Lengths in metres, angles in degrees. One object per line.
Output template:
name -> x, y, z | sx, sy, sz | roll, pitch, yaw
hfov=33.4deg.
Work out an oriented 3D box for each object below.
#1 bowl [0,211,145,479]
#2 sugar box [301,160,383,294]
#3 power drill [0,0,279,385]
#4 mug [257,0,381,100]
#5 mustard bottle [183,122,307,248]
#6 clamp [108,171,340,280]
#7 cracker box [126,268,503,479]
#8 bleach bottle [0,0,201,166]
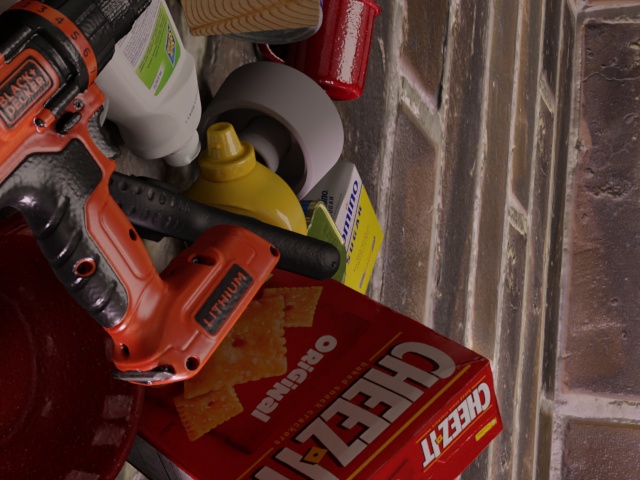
bowl -> -0.159, 0.065, 0.569 | 0.161, 0.055, 0.162 | -7, 90, -67
sugar box -> 0.018, -0.001, 1.018 | 0.176, 0.048, 0.093 | 63, 42, -68
power drill -> -0.103, -0.034, 0.539 | 0.187, 0.057, 0.184 | 52, 54, -24
mug -> -0.006, -0.174, 0.941 | 0.117, 0.093, 0.081 | 11, 85, -38
mustard bottle -> -0.055, 0.001, 0.794 | 0.058, 0.096, 0.191 | -53, 141, -49
clamp -> -0.110, -0.020, 0.655 | 0.209, 0.165, 0.036 | 19, 86, -45
cracker box -> -0.024, 0.099, 0.658 | 0.164, 0.214, 0.072 | -39, 133, -26
bleach bottle -> -0.130, -0.122, 0.643 | 0.250, 0.068, 0.102 | 65, 37, -55
